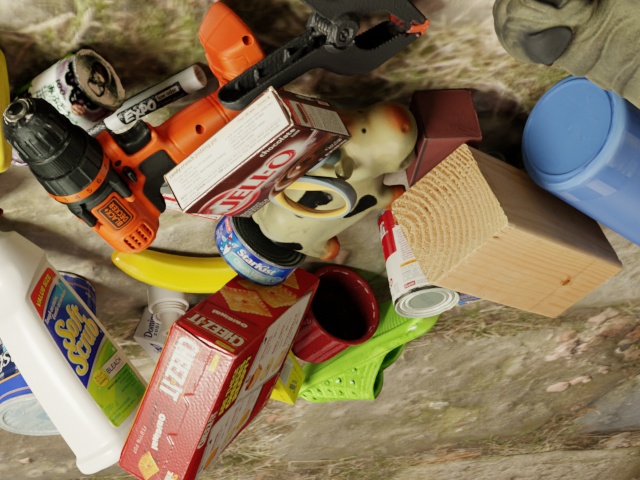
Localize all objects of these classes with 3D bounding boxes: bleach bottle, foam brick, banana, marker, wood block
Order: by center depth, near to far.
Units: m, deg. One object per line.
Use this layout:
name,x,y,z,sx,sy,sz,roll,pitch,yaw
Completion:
marker,-0.146,-0.109,0.863,0.121,0.020,0.020,-22,148,23
foam brick,0.104,-0.088,0.932,0.051,0.053,0.078,-4,151,-9
wood block,0.171,-0.002,0.959,0.091,0.090,0.205,-41,145,26
bleach bottle,-0.254,0.089,0.994,0.068,0.102,0.251,-28,103,30
banana,-0.111,0.024,1.093,0.197,0.037,0.070,-8,121,-8

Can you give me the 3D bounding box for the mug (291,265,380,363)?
mug,-0.004,0.087,1.167,0.117,0.093,0.082,-14,163,-37

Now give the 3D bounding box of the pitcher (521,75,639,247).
pitcher,0.302,-0.069,0.961,0.242,0.149,0.145,21,154,-37

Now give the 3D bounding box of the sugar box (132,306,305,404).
sugar box,-0.112,0.129,1.188,0.176,0.048,0.093,11,156,19

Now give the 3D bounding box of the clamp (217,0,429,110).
clamp,0.001,-0.146,0.769,0.171,0.039,0.120,0,130,-37

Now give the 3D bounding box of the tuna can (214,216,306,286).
tuna can,-0.057,0.001,1.006,0.086,0.086,0.034,15,131,-36

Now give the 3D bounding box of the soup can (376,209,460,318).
soup can,0.098,0.018,1.065,0.068,0.102,0.068,-7,151,-4

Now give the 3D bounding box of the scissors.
scissors,-0.066,-0.062,0.876,0.202,0.016,0.096,12,131,19

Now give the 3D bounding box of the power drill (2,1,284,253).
power drill,-0.123,-0.089,0.789,0.187,0.057,0.184,-38,149,-3

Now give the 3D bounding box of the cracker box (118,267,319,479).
cracker box,-0.091,0.119,1.005,0.072,0.213,0.164,28,113,11

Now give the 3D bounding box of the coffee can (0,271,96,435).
coffee can,-0.281,0.117,1.098,0.102,0.140,0.103,-7,151,-4

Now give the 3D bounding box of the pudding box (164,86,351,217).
pudding box,-0.046,-0.061,0.784,0.114,0.039,0.089,-39,163,23
